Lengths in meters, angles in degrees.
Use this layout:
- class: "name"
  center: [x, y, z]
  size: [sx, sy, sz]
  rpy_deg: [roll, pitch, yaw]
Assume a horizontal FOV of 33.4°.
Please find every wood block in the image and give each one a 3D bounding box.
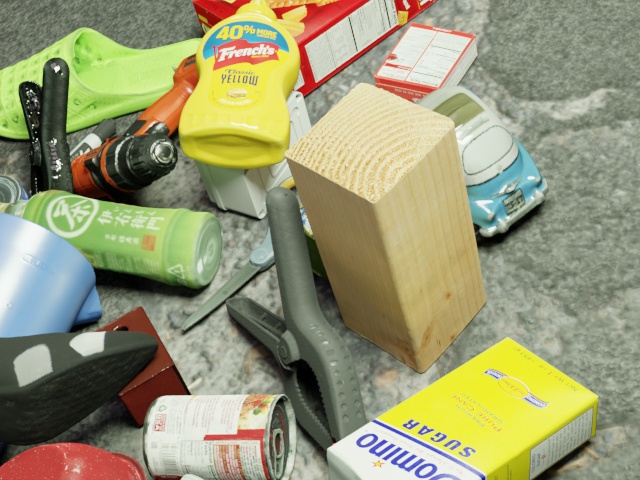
- class: "wood block"
  center: [0.056, -0.005, 0.816]
  size: [0.091, 0.206, 0.090]
  rpy_deg: [29, 63, 35]

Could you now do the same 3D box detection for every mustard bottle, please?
- class: "mustard bottle"
  center: [-0.068, -0.153, 0.978]
  size: [0.096, 0.058, 0.191]
  rpy_deg: [3, 52, 4]

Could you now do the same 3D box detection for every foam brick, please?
- class: "foam brick"
  center: [-0.151, 0.104, 0.892]
  size: [0.053, 0.051, 0.078]
  rpy_deg: [-31, 48, -10]

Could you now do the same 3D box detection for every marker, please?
- class: "marker"
  center: [-0.255, -0.085, 1.114]
  size: [0.020, 0.020, 0.121]
  rpy_deg: [22, 60, 32]

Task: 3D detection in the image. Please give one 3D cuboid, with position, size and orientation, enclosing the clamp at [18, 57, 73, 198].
- class: "clamp"
  center: [-0.262, -0.093, 1.040]
  size: [0.039, 0.120, 0.171]
  rpy_deg: [-8, 81, -24]

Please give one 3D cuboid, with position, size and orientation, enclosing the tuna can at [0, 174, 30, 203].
- class: "tuna can"
  center: [-0.334, -0.026, 1.078]
  size: [0.086, 0.033, 0.086]
  rpy_deg: [-9, 48, 10]

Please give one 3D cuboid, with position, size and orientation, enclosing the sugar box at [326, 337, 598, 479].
- class: "sugar box"
  center: [0.101, 0.141, 0.751]
  size: [0.176, 0.048, 0.093]
  rpy_deg: [-25, 38, -29]

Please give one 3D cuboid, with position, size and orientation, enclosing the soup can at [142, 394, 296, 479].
- class: "soup can"
  center: [-0.076, 0.152, 0.815]
  size: [0.102, 0.068, 0.068]
  rpy_deg: [-3, 49, 16]

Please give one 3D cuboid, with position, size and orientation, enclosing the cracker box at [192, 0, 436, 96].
- class: "cracker box"
  center: [-0.004, -0.262, 1.152]
  size: [0.213, 0.072, 0.164]
  rpy_deg: [-38, 50, -17]

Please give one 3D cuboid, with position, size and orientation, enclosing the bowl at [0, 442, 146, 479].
- class: "bowl"
  center: [-0.210, 0.203, 0.786]
  size: [0.162, 0.055, 0.162]
  rpy_deg: [-25, 29, 15]

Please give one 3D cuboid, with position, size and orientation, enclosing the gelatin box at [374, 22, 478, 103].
- class: "gelatin box"
  center: [0.106, -0.175, 1.069]
  size: [0.073, 0.030, 0.089]
  rpy_deg: [17, 57, 28]

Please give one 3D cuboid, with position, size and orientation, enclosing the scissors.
- class: "scissors"
  center: [-0.056, 0.001, 0.975]
  size: [0.201, 0.016, 0.096]
  rpy_deg: [-29, 51, -9]

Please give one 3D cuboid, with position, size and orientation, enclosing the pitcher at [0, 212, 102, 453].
- class: "pitcher"
  center: [-0.303, 0.099, 0.889]
  size: [0.149, 0.145, 0.242]
  rpy_deg: [8, 56, 19]

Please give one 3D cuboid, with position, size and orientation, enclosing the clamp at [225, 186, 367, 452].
- class: "clamp"
  center: [-0.018, 0.085, 0.840]
  size: [0.036, 0.165, 0.210]
  rpy_deg: [-12, 65, -27]

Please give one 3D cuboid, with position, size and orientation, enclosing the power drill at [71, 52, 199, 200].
- class: "power drill"
  center: [-0.148, -0.116, 1.039]
  size: [0.187, 0.057, 0.185]
  rpy_deg: [-47, 23, -28]
